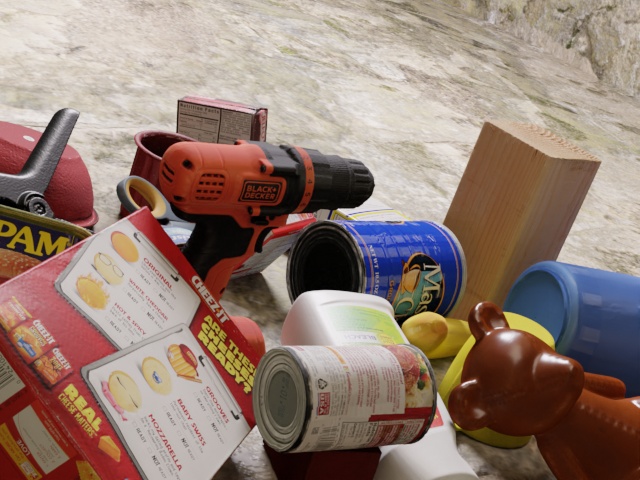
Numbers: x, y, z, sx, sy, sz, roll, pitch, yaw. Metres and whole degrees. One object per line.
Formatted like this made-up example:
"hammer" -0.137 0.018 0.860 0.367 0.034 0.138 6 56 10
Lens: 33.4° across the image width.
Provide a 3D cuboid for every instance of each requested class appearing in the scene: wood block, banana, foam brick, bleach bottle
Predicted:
"wood block" 0.181 -0.007 1.061 0.090 0.206 0.091 -1 30 -44
"banana" 0.108 0.083 0.956 0.197 0.070 0.037 12 59 -64
"foam brick" 0.000 0.144 0.741 0.052 0.051 0.078 9 24 -26
"bleach bottle" 0.056 0.132 0.811 0.102 0.068 0.251 9 26 -29

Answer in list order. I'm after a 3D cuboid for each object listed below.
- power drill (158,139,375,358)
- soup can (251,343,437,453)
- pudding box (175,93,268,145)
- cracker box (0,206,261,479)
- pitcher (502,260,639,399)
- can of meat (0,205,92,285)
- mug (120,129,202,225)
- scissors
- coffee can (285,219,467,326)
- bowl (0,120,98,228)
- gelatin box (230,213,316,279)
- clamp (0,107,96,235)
"power drill" -0.055 0.012 0.825 0.184 0.188 0.057 3 26 -35
"soup can" 0.015 0.101 0.692 0.102 0.068 0.069 3 27 -33
"pudding box" -0.105 -0.090 1.110 0.090 0.113 0.039 14 20 20
"cracker box" -0.126 0.085 0.657 0.164 0.072 0.213 54 22 -3
"pitcher" 0.299 0.091 0.992 0.242 0.149 0.145 14 24 -26
"can of meat" -0.221 0.027 0.754 0.102 0.058 0.084 16 63 -15
"mug" -0.155 -0.058 1.054 0.093 0.081 0.117 1 29 -41
"scissors" -0.129 -0.022 0.992 0.096 0.016 0.201 61 21 1
"coffee can" 0.053 0.032 0.994 0.140 0.103 0.103 -1 29 -43
"bowl" -0.272 -0.068 0.975 0.162 0.055 0.162 21 11 -5
"gelatin box" -0.057 0.001 0.990 0.073 0.089 0.030 -15 70 -55
"clamp" -0.231 -0.012 0.876 0.164 0.036 0.209 57 38 -3
